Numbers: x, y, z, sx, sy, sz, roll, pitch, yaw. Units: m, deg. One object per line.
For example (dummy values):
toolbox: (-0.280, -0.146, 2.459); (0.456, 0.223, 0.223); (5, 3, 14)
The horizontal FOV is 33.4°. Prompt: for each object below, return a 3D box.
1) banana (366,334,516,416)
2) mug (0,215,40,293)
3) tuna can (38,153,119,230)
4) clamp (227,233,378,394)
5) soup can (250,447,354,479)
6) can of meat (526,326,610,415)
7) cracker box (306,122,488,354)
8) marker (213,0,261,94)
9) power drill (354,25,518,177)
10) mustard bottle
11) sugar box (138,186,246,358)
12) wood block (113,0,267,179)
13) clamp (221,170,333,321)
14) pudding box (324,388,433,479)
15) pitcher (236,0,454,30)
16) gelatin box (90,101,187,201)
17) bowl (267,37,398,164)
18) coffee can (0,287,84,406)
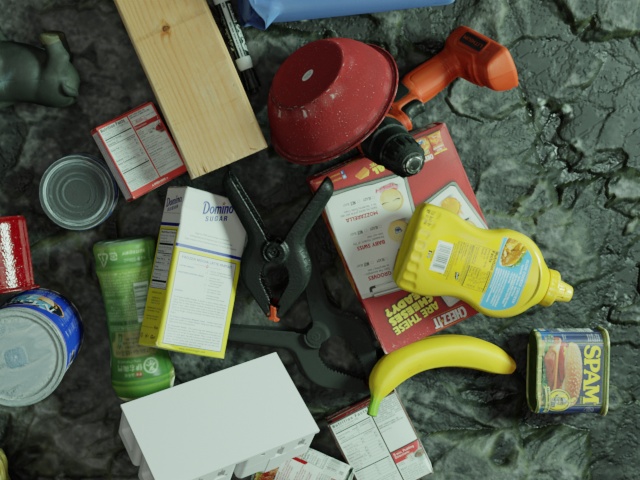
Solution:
banana: (0.133, 0.142, 1.226); (0.197, 0.037, 0.069); (-14, 100, -19)
mug: (-0.364, 0.018, 1.152); (0.093, 0.117, 0.081); (-6, 92, 30)
tuna can: (-0.269, -0.054, 1.188); (0.086, 0.034, 0.086); (0, 96, -5)
clamp: (-0.017, 0.109, 1.225); (0.164, 0.036, 0.210); (-41, 97, 6)
soup can: (-0.020, 0.270, 1.213); (0.102, 0.068, 0.068); (21, 94, 11)
can of meat: (0.287, 0.152, 1.245); (0.084, 0.057, 0.102); (0, 95, -2)
cracker box: (0.100, -0.005, 1.205); (0.164, 0.072, 0.213); (-24, 98, -1)
marker: (-0.093, -0.222, 1.192); (0.020, 0.020, 0.121); (-20, 97, -2)
power drill: (0.115, -0.150, 1.146); (0.187, 0.185, 0.057); (-31, 127, -8)
mustard bottle: (0.181, 0.031, 1.150); (0.191, 0.058, 0.096); (17, 97, -7)
sugar box: (-0.137, 0.036, 1.171); (0.093, 0.048, 0.176); (16, 80, -41)
wood block: (-0.138, -0.180, 1.158); (0.091, 0.090, 0.206); (-23, 98, -1)
clamp: (-0.058, 0.001, 1.166); (0.120, 0.039, 0.171); (14, 105, 9)
pudding box: (0.069, 0.238, 1.245); (0.090, 0.039, 0.113); (-26, 95, 0)
pitcher: (0.024, -0.311, 1.146); (0.242, 0.145, 0.149); (-5, 109, -8)
gelatin box: (-0.200, -0.099, 1.179); (0.073, 0.030, 0.089); (-31, 98, -25)
bowl: (0.000, -0.161, 1.134); (0.162, 0.162, 0.055); (-45, 133, 1)
coffee can: (-0.315, 0.112, 1.149); (0.102, 0.140, 0.103); (0, 96, -5)
